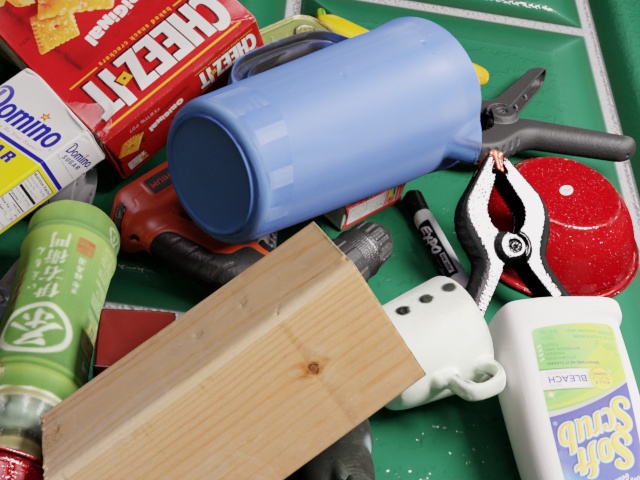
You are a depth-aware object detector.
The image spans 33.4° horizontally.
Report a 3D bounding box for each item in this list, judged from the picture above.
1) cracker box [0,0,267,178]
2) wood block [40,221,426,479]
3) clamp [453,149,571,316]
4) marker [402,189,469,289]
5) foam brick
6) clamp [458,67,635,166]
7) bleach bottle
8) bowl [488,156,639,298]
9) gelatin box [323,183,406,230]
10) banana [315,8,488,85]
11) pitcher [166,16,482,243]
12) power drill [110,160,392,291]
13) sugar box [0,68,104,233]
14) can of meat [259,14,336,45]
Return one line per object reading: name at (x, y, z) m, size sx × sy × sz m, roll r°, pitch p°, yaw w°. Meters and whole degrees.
cracker box at (-0.176, -0.184, 0.901) m, size 0.164 × 0.072 × 0.214 m, roll -42°, pitch 68°, yaw -10°
wood block at (-0.054, 0.093, 0.636) m, size 0.206 × 0.090 × 0.090 m, roll -35°, pitch 23°, yaw -3°
clamp at (0.158, 0.015, 0.846) m, size 0.120 × 0.039 × 0.171 m, roll 7°, pitch 75°, yaw -19°
marker at (0.097, 0.001, 0.898) m, size 0.020 × 0.020 × 0.121 m, roll -7°, pitch 47°, yaw -19°
foam brick at (-0.124, 0.090, 0.716) m, size 0.051 × 0.078 × 0.053 m, roll 4°, pitch 44°, yaw -7°
clamp at (0.177, -0.103, 1.002) m, size 0.209 × 0.036 × 0.165 m, roll -17°, pitch 40°, yaw -25°
bleach bottle at (0.186, 0.158, 0.717) m, size 0.102 × 0.068 × 0.251 m, roll 0°, pitch 53°, yaw -14°
bowl at (0.205, -0.022, 0.920) m, size 0.162 × 0.055 × 0.162 m, roll 6°, pitch 44°, yaw -6°
gelatin box at (0.018, -0.057, 0.931) m, size 0.073 × 0.030 × 0.089 m, roll -26°, pitch 56°, yaw -34°
banana at (0.071, -0.191, 1.074) m, size 0.198 × 0.037 × 0.069 m, roll 25°, pitch 47°, yaw 13°
pitcher at (-0.003, -0.091, 0.829) m, size 0.242 × 0.145 × 0.149 m, roll -25°, pitch 12°, yaw -41°
power drill at (-0.055, 0.001, 0.836) m, size 0.188 × 0.057 × 0.184 m, roll 32°, pitch 42°, yaw 21°
sugar box at (-0.261, -0.047, 0.802) m, size 0.176 × 0.048 × 0.093 m, roll -40°, pitch 60°, yaw -10°
can of meat at (-0.036, -0.146, 0.971) m, size 0.057 × 0.084 × 0.101 m, roll 39°, pitch 50°, yaw 25°
